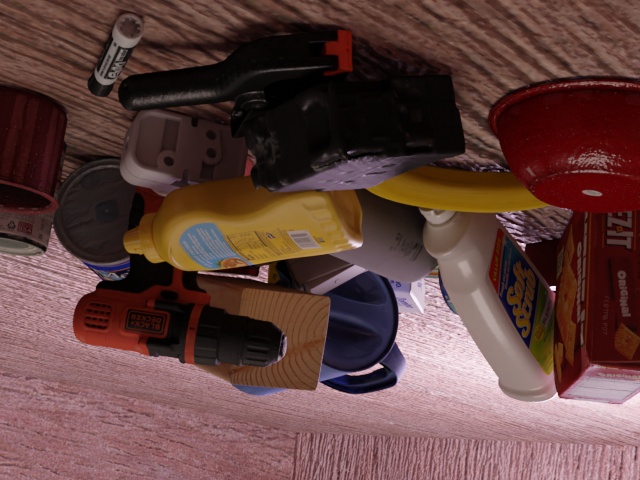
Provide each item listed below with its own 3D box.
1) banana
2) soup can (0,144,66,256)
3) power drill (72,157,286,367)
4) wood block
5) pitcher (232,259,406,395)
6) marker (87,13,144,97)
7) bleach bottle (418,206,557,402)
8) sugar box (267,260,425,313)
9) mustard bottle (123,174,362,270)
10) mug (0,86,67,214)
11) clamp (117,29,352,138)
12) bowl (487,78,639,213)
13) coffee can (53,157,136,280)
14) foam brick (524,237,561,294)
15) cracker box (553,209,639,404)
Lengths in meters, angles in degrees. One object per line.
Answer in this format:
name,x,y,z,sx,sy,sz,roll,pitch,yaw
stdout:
banana,0.110,-0.047,0.887,0.197,0.037,0.070,9,165,-6
soup can,-0.270,-0.043,0.957,0.068,0.102,0.068,7,165,2
power drill,-0.110,0.014,0.928,0.184,0.187,0.057,8,164,2
wood block,-0.080,0.085,1.057,0.090,0.090,0.206,8,179,-26
pitcher,-0.019,0.111,1.207,0.144,0.149,0.243,-3,165,-29
marker,-0.145,-0.127,0.746,0.020,0.020,0.121,12,164,-19
bleach bottle,0.159,0.045,1.001,0.068,0.102,0.250,2,144,42
sugar box,0.032,0.052,1.279,0.176,0.048,0.093,0,161,15
mustard bottle,-0.069,-0.013,0.848,0.192,0.058,0.096,-10,153,18
mug,-0.266,-0.075,0.873,0.117,0.081,0.093,8,165,-4
clamp,-0.054,-0.108,0.725,0.120,0.039,0.172,0,168,-40
bowl,0.199,-0.059,0.768,0.162,0.055,0.162,7,165,2
coffee can,-0.191,-0.009,1.042,0.103,0.103,0.140,6,165,5
foam brick,0.253,0.034,1.092,0.078,0.051,0.053,17,162,-31
cracker box,0.250,0.047,0.928,0.072,0.164,0.213,3,165,7
